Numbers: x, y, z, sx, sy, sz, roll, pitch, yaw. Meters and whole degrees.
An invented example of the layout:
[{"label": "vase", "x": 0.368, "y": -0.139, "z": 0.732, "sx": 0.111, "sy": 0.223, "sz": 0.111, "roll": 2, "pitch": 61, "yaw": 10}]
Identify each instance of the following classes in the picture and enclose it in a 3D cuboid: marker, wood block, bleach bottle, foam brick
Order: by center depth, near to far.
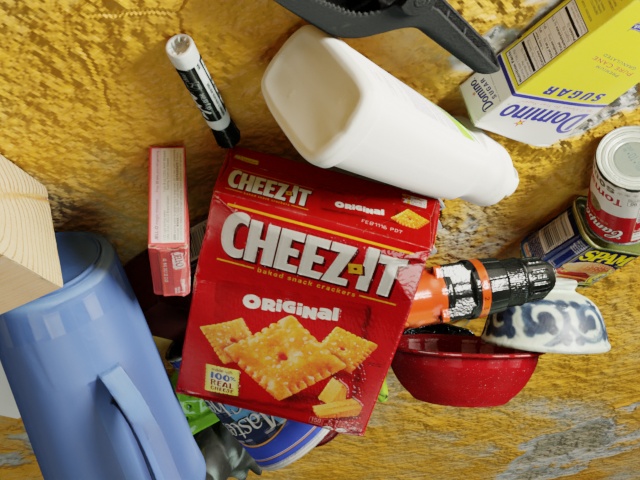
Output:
[{"label": "marker", "x": -0.078, "y": -0.098, "z": 0.729, "sx": 0.020, "sy": 0.020, "sz": 0.121, "roll": -18, "pitch": 152, "yaw": 4}, {"label": "wood block", "x": -0.300, "y": 0.020, "z": 0.754, "sx": 0.206, "sy": 0.090, "sz": 0.090, "roll": -23, "pitch": 151, "yaw": 12}, {"label": "bleach bottle", "x": 0.073, "y": -0.070, "z": 0.771, "sx": 0.250, "sy": 0.103, "sz": 0.068, "roll": 19, "pitch": 119, "yaw": -47}, {"label": "foam brick", "x": -0.136, "y": 0.050, "z": 0.933, "sx": 0.051, "sy": 0.053, "sz": 0.078, "roll": -32, "pitch": 148, "yaw": 27}]

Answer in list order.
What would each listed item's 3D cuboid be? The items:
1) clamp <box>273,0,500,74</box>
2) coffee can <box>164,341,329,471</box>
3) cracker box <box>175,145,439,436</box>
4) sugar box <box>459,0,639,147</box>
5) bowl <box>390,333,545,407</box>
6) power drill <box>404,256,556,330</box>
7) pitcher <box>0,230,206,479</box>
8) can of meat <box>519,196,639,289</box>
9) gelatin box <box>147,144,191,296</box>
[{"label": "clamp", "x": 0.067, "y": -0.168, "z": 0.659, "sx": 0.209, "sy": 0.036, "sz": 0.165, "roll": 1, "pitch": 148, "yaw": -29}, {"label": "coffee can", "x": -0.060, "y": 0.127, "z": 0.987, "sx": 0.103, "sy": 0.102, "sz": 0.140, "roll": -32, "pitch": 105, "yaw": 27}, {"label": "cracker box", "x": -0.016, "y": 0.048, "z": 0.832, "sx": 0.164, "sy": 0.072, "sz": 0.214, "roll": 14, "pitch": 129, "yaw": -1}, {"label": "sugar box", "x": 0.196, "y": -0.136, "z": 0.775, "sx": 0.093, "sy": 0.048, "sz": 0.176, "roll": 10, "pitch": 141, "yaw": -40}, {"label": "bowl", "x": 0.135, "y": 0.125, "z": 1.026, "sx": 0.162, "sy": 0.055, "sz": 0.162, "roll": 2, "pitch": -178, "yaw": 0}, {"label": "power drill", "x": 0.101, "y": 0.051, "z": 0.986, "sx": 0.184, "sy": 0.057, "sz": 0.188, "roll": -6, "pitch": 173, "yaw": -17}, {"label": "pitcher", "x": -0.178, "y": 0.121, "z": 0.856, "sx": 0.149, "sy": 0.145, "sz": 0.243, "roll": -5, "pitch": 122, "yaw": 13}, {"label": "can of meat", "x": 0.259, "y": 0.006, "z": 1.055, "sx": 0.101, "sy": 0.057, "sz": 0.084, "roll": 8, "pitch": 147, "yaw": -36}, {"label": "gelatin box", "x": -0.111, "y": -0.014, "z": 0.789, "sx": 0.030, "sy": 0.089, "sz": 0.073, "roll": -2, "pitch": 150, "yaw": -7}]
